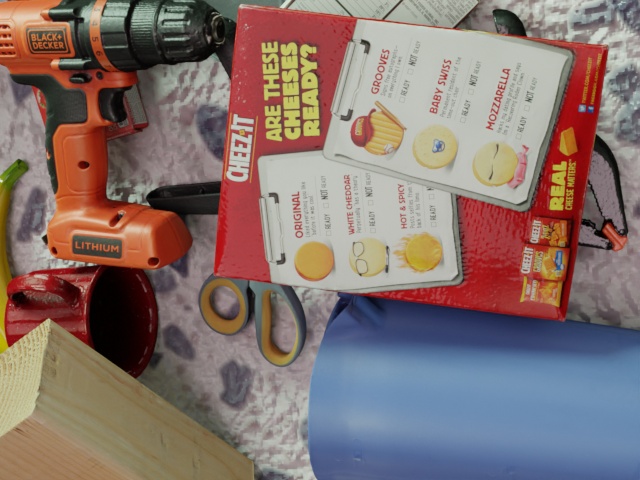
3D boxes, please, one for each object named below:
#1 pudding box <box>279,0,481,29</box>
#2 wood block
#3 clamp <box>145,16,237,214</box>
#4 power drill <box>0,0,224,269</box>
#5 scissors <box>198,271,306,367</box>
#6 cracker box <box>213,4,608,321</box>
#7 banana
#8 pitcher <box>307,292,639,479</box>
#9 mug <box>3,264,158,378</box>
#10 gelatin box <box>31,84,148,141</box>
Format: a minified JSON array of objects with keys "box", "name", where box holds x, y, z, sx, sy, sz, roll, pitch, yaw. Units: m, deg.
[{"box":[0.034,-0.149,0.695,0.113,0.039,0.090,-44,101,10],"name":"pudding box"},{"box":[-0.147,0.160,0.751,0.091,0.090,0.206,-35,124,20],"name":"wood block"},{"box":[-0.016,-0.050,0.736,0.210,0.036,0.165,25,126,11],"name":"clamp"},{"box":[-0.138,-0.076,0.734,0.185,0.057,0.188,5,113,27],"name":"power drill"},{"box":[-0.055,0.001,0.754,0.096,0.016,0.202,6,120,27],"name":"scissors"},{"box":[0.052,-0.049,0.649,0.214,0.072,0.164,7,100,4],"name":"cracker box"},{"box":[-0.249,0.038,0.845,0.070,0.037,0.198,-8,97,20],"name":"banana"},{"box":[0.120,0.113,0.696,0.243,0.149,0.145,5,84,14],"name":"pitcher"},{"box":[-0.185,0.055,0.790,0.082,0.117,0.093,-4,64,24],"name":"mug"},{"box":[-0.176,-0.115,0.795,0.073,0.030,0.089,-14,95,21],"name":"gelatin box"}]
